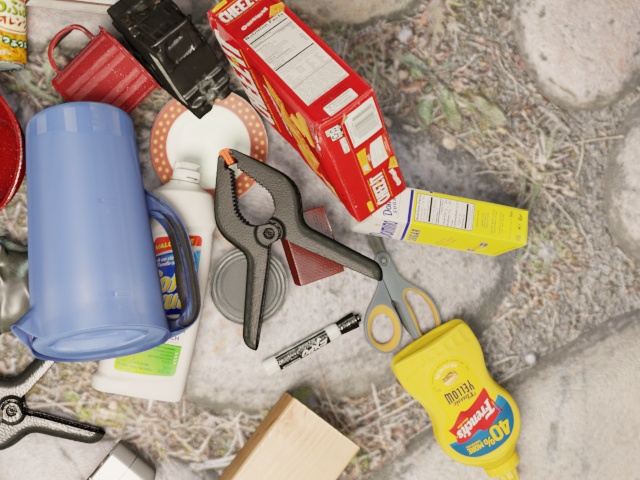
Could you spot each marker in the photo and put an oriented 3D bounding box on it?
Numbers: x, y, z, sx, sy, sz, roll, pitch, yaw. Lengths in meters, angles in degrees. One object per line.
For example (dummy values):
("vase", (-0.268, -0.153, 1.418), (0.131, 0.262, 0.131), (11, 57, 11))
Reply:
("marker", (-0.009, 0.114, 1.182), (0.121, 0.020, 0.020), (-28, 91, -8))

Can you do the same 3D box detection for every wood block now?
("wood block", (-0.061, 0.271, 1.132), (0.091, 0.090, 0.206), (38, 83, -4))

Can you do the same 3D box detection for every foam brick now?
("foam brick", (-0.012, 0.006, 1.172), (0.053, 0.051, 0.078), (-17, 89, -9))

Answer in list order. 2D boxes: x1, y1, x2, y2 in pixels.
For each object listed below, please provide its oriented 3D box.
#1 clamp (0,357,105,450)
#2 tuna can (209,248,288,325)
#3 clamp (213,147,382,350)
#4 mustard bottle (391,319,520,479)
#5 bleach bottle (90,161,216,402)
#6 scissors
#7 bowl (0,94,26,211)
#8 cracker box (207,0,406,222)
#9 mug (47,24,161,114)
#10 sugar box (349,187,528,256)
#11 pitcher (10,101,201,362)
("clamp", (-0.320, 0.166, 1.130), (0.171, 0.039, 0.120), (-7, 87, -7))
("tuna can", (-0.079, 0.051, 1.169), (0.086, 0.034, 0.086), (0, 87, -7))
("clamp", (-0.057, 0.001, 1.125), (0.164, 0.036, 0.210), (-36, 90, 4))
("mustard bottle", (0.165, 0.189, 1.175), (0.096, 0.058, 0.191), (-32, 98, -2))
("bleach bottle", (-0.171, 0.039, 1.136), (0.102, 0.068, 0.251), (11, 88, -12))
("scissors", (0.059, 0.040, 1.196), (0.096, 0.016, 0.202), (-36, 92, -8))
("bowl", (-0.362, -0.087, 1.112), (0.162, 0.055, 0.162), (0, 90, 22))
("cracker box", (-0.014, -0.140, 1.077), (0.072, 0.164, 0.214), (-37, 55, -7))
("mug", (-0.238, -0.175, 1.131), (0.081, 0.093, 0.117), (-45, 110, -3))
("sugar box", (0.127, -0.021, 1.161), (0.176, 0.093, 0.048), (7, 79, -11))
("pitcher", (-0.217, -0.008, 1.052), (0.145, 0.149, 0.243), (-14, 72, 14))
